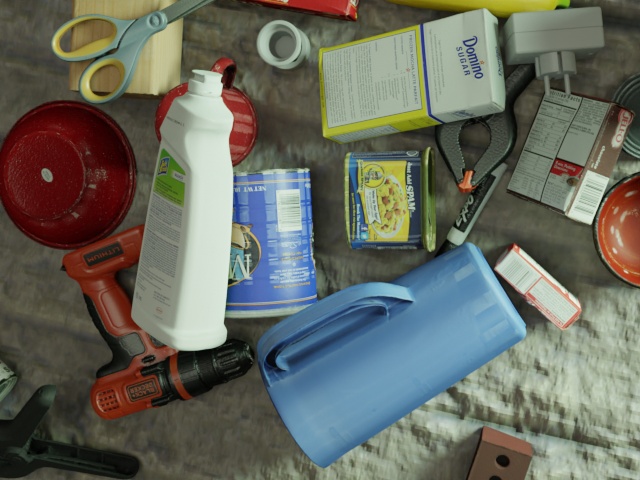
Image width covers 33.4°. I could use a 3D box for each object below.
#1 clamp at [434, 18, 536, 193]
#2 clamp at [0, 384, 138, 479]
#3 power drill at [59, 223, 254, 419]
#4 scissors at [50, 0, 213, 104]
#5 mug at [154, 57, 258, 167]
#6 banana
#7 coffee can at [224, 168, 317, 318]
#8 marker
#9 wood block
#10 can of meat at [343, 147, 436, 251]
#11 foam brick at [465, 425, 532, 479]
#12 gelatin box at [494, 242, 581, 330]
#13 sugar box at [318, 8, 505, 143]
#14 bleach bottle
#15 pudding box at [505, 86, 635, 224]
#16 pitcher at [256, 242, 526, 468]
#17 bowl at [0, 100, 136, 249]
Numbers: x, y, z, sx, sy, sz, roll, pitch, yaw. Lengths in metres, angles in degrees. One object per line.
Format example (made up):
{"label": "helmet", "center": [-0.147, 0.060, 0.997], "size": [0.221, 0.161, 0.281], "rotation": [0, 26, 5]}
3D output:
{"label": "clamp", "center": [0.165, -0.131, 1.033], "size": [0.120, 0.039, 0.171], "rotation": [1, 86, 15]}
{"label": "clamp", "center": [-0.316, 0.209, 1.122], "size": [0.210, 0.036, 0.164], "rotation": [-8, 136, 18]}
{"label": "power drill", "center": [-0.176, 0.080, 1.109], "size": [0.184, 0.057, 0.187], "rotation": [-19, 90, 12]}
{"label": "scissors", "center": [-0.160, -0.188, 1.018], "size": [0.202, 0.016, 0.096], "rotation": [-8, 94, 11]}
{"label": "mug", "center": [-0.112, -0.127, 1.071], "size": [0.093, 0.081, 0.117], "rotation": [24, 98, 9]}
{"label": "banana", "center": [0.138, -0.234, 1.021], "size": [0.198, 0.069, 0.037], "rotation": [10, 92, 10]}
{"label": "coffee can", "center": [-0.057, 0.001, 1.058], "size": [0.103, 0.102, 0.140], "rotation": [-3, 93, 11]}
{"label": "marker", "center": [0.148, -0.026, 1.058], "size": [0.020, 0.020, 0.121], "rotation": [30, 98, 8]}
{"label": "wood block", "center": [-0.192, -0.249, 1.075], "size": [0.090, 0.090, 0.206], "rotation": [4, 95, 11]}
{"label": "can of meat", "center": [0.069, -0.040, 1.054], "size": [0.084, 0.057, 0.102], "rotation": [0, 93, 13]}
{"label": "foam brick", "center": [0.173, 0.232, 1.053], "size": [0.053, 0.051, 0.078], "rotation": [18, 97, 9]}
{"label": "gelatin box", "center": [0.208, 0.044, 1.023], "size": [0.089, 0.073, 0.030], "rotation": [43, 101, 5]}
{"label": "sugar box", "center": [0.085, -0.154, 1.021], "size": [0.176, 0.048, 0.093], "rotation": [-7, 81, 25]}
{"label": "bleach bottle", "center": [-0.119, -0.031, 0.999], "size": [0.103, 0.067, 0.251], "rotation": [25, 111, 44]}
{"label": "pudding box", "center": [0.233, -0.082, 1.003], "size": [0.039, 0.090, 0.113], "rotation": [18, 98, -34]}
{"label": "pitcher", "center": [0.065, 0.100, 1.022], "size": [0.243, 0.149, 0.145], "rotation": [-32, 87, 8]}
{"label": "bowl", "center": [-0.279, -0.068, 1.122], "size": [0.162, 0.055, 0.162], "rotation": [1, 94, 11]}
